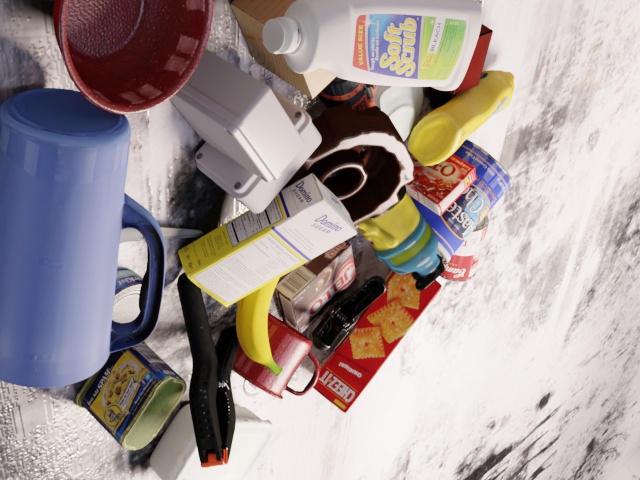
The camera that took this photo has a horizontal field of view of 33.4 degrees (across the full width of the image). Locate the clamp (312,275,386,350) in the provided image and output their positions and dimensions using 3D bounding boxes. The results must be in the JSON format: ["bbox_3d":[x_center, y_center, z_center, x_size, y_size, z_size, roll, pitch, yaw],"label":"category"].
[{"bbox_3d":[0.033,0.094,1.385,0.120,0.039,0.171,-39,-179,-5],"label":"clamp"}]

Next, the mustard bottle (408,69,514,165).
[{"bbox_3d":[0.196,-0.171,1.378,0.191,0.058,0.096,-39,174,-38],"label":"mustard bottle"}]

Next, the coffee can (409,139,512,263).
[{"bbox_3d":[0.177,-0.055,1.448,0.140,0.103,0.102,-49,149,-6],"label":"coffee can"}]

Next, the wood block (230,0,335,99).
[{"bbox_3d":[0.024,-0.252,1.049,0.206,0.091,0.090,-45,148,-13],"label":"wood block"}]

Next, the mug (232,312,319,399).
[{"bbox_3d":[-0.054,0.147,1.339,0.081,0.117,0.093,-57,175,-2],"label":"mug"}]

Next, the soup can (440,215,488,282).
[{"bbox_3d":[0.208,0.002,1.583,0.068,0.069,0.102,-28,141,-35],"label":"soup can"}]

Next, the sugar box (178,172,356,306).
[{"bbox_3d":[-0.058,0.001,1.173,0.176,0.048,0.093,-31,146,11],"label":"sugar box"}]

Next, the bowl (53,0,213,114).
[{"bbox_3d":[-0.164,-0.189,0.879,0.161,0.055,0.162,-29,131,-40],"label":"bowl"}]

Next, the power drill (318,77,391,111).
[{"bbox_3d":[0.071,-0.216,1.186,0.187,0.057,0.184,-43,152,-11],"label":"power drill"}]

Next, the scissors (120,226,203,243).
[{"bbox_3d":[-0.185,-0.024,1.077,0.201,0.016,0.096,-17,135,-45],"label":"scissors"}]

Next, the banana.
[{"bbox_3d":[-0.062,0.061,1.279,0.069,0.037,0.198,10,93,-32],"label":"banana"}]

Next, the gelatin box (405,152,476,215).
[{"bbox_3d":[0.146,-0.085,1.389,0.073,0.089,0.030,-44,147,-14],"label":"gelatin box"}]

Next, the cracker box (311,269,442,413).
[{"bbox_3d":[0.075,0.128,1.481,0.213,0.072,0.164,-52,176,-1],"label":"cracker box"}]

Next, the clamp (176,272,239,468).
[{"bbox_3d":[-0.126,0.148,1.201,0.036,0.210,0.164,-12,142,12],"label":"clamp"}]

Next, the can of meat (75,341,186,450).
[{"bbox_3d":[-0.207,0.168,1.177,0.102,0.084,0.057,-56,149,6],"label":"can of meat"}]

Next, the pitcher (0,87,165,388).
[{"bbox_3d":[-0.224,-0.002,0.932,0.149,0.145,0.243,-27,139,-52],"label":"pitcher"}]

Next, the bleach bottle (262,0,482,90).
[{"bbox_3d":[0.045,-0.186,0.997,0.250,0.068,0.103,-12,130,-44],"label":"bleach bottle"}]

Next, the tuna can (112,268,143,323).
[{"bbox_3d":[-0.213,0.073,1.120,0.086,0.034,0.086,-34,145,-29],"label":"tuna can"}]

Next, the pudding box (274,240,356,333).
[{"bbox_3d":[-0.005,0.056,1.379,0.113,0.039,0.090,-40,149,-19],"label":"pudding box"}]
